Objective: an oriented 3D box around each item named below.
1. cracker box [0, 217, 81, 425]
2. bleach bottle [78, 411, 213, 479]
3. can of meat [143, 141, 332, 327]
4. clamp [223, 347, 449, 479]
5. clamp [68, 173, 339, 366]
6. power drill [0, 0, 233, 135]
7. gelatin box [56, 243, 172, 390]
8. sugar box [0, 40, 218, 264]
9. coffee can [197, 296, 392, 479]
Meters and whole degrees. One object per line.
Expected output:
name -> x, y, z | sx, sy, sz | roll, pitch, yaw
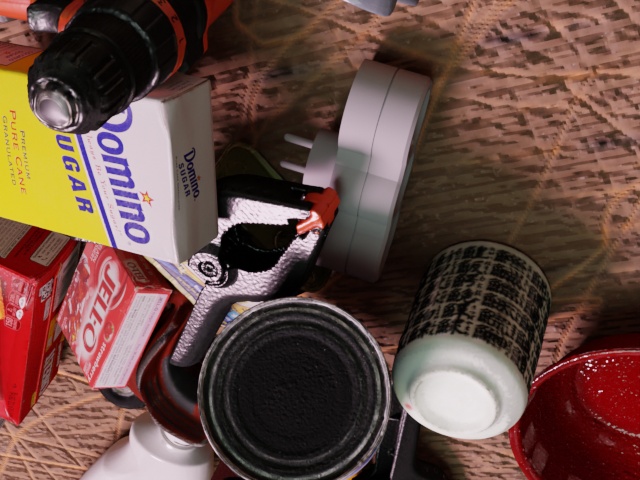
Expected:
cracker box -> -0.290, 0.023, 0.772 | 0.213, 0.072, 0.164 | 24, 132, 3
bleach bottle -> -0.158, 0.209, 0.877 | 0.102, 0.068, 0.251 | 30, 129, -4
can of meat -> -0.054, 0.001, 0.673 | 0.084, 0.057, 0.102 | -28, 113, 38
clamp -> 0.031, 0.182, 0.754 | 0.164, 0.036, 0.210 | -31, 128, -8
clamp -> -0.057, 0.017, 0.619 | 0.172, 0.039, 0.120 | -11, 124, 32
power drill -> -0.149, -0.112, 0.534 | 0.188, 0.184, 0.057 | 9, 124, 15
gelatin box -> -0.141, 0.043, 0.717 | 0.030, 0.073, 0.089 | 4, 124, -40
sugar box -> -0.141, -0.052, 0.578 | 0.176, 0.048, 0.093 | 14, 121, 27
coffee can -> -0.010, 0.094, 0.623 | 0.103, 0.103, 0.140 | 18, 170, 7
